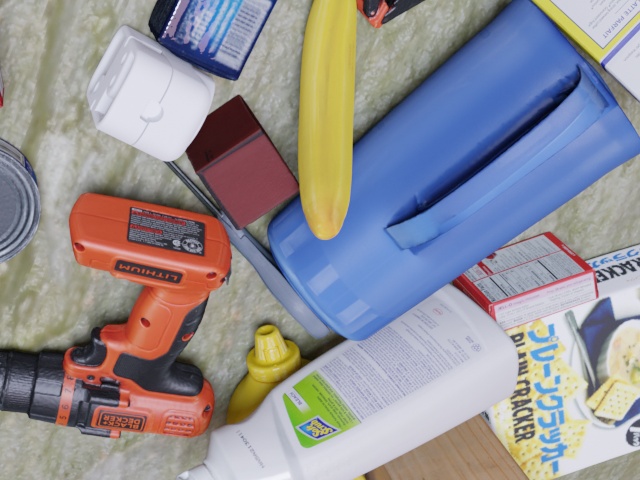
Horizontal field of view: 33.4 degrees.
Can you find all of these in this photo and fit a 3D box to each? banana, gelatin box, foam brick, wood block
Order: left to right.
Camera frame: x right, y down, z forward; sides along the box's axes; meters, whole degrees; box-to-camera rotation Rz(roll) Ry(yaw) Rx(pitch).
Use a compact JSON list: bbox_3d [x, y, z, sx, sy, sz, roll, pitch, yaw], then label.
[{"bbox_3d":[-0.055,-0.053,0.714,0.053,0.078,0.051,-34,119,2],"label":"foam brick"},{"bbox_3d":[0.003,-0.090,0.694,0.037,0.069,0.198,1,76,4],"label":"banana"},{"bbox_3d":[0.101,0.200,0.801,0.090,0.206,0.091,-15,116,-11],"label":"wood block"},{"bbox_3d":[0.155,0.032,0.817,0.089,0.073,0.030,-19,117,-8],"label":"gelatin box"}]

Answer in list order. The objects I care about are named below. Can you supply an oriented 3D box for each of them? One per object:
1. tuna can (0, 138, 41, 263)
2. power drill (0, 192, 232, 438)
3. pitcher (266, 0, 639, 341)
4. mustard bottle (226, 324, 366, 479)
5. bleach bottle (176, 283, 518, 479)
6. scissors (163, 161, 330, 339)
[{"bbox_3d":[-0.227,-0.027,0.698,0.086,0.034,0.086,-6,115,-14],"label":"tuna can"},{"bbox_3d":[-0.147,0.057,0.724,0.184,0.057,0.188,10,130,-16],"label":"power drill"},{"bbox_3d":[0.084,-0.040,0.718,0.243,0.145,0.149,-39,145,10],"label":"pitcher"},{"bbox_3d":[-0.021,0.150,0.825,0.096,0.058,0.191,-16,117,-7],"label":"mustard bottle"},{"bbox_3d":[0.013,0.118,0.749,0.250,0.103,0.068,-23,131,-23],"label":"bleach bottle"},{"bbox_3d":[-0.055,0.001,0.733,0.016,0.096,0.201,-42,121,2],"label":"scissors"}]
